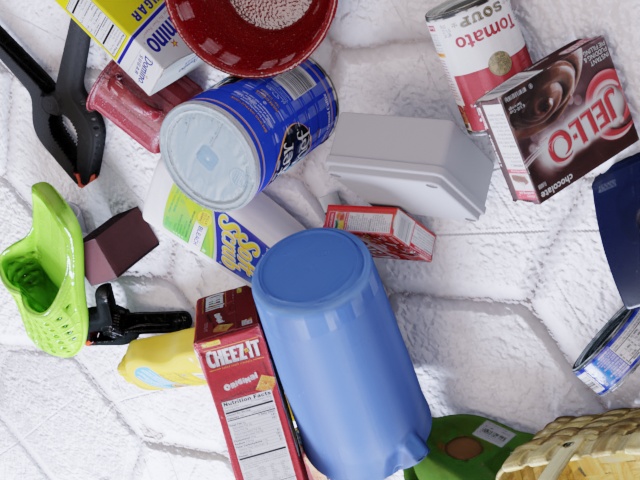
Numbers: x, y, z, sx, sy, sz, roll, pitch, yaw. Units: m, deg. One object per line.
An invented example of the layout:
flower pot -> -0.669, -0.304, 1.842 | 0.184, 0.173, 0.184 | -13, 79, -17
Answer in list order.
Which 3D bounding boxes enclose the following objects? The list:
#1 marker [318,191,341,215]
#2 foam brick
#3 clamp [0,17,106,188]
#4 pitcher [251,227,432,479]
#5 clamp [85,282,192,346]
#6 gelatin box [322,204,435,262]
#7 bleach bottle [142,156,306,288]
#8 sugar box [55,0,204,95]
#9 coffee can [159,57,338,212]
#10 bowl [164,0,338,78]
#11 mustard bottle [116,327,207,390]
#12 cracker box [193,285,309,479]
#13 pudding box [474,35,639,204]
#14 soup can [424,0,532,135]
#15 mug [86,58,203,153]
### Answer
marker -> 0.030, 0.011, 1.035 | 0.020, 0.020, 0.121 | -20, 94, 41
foam brick -> -0.230, 0.007, 1.190 | 0.053, 0.078, 0.051 | -17, 109, 41
clamp -> -0.291, -0.158, 1.154 | 0.165, 0.036, 0.210 | 10, 123, 30
pitcher -> 0.011, 0.103, 0.995 | 0.149, 0.145, 0.243 | -9, 133, 10
clamp -> -0.245, 0.091, 1.252 | 0.172, 0.039, 0.120 | -19, 138, 41
gelatin box -> 0.055, -0.005, 0.980 | 0.073, 0.089, 0.030 | 5, 76, 31
bleach bottle -> -0.057, 0.001, 1.077 | 0.251, 0.068, 0.103 | 32, 129, 10
sugar box -> -0.187, -0.224, 1.001 | 0.176, 0.093, 0.048 | 42, 134, 4
coffee can -> -0.062, -0.102, 0.959 | 0.103, 0.140, 0.103 | 18, 127, 25
bowl -> -0.053, -0.223, 0.916 | 0.162, 0.055, 0.162 | 6, 108, 18
mustard bottle -> -0.168, 0.139, 1.227 | 0.192, 0.058, 0.096 | -14, 152, 40
cracker box -> -0.069, 0.169, 1.071 | 0.072, 0.164, 0.214 | -16, 102, -3
pudding box -> 0.182, -0.092, 0.814 | 0.039, 0.113, 0.090 | 11, 129, 65
soup can -> 0.131, -0.143, 0.846 | 0.069, 0.068, 0.102 | -10, 112, 39
mug -> -0.169, -0.138, 1.034 | 0.081, 0.117, 0.093 | 39, 97, 1
